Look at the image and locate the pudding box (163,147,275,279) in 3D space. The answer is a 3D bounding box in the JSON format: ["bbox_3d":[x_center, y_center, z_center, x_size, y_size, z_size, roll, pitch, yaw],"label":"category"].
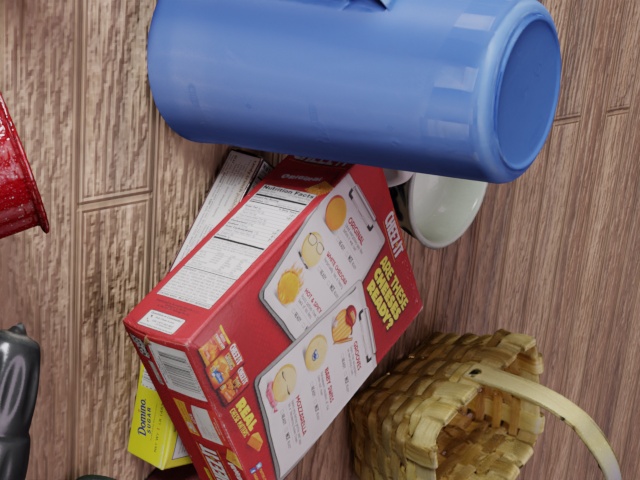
[{"bbox_3d":[-0.055,0.001,0.794,0.090,0.039,0.113,38,72,-50],"label":"pudding box"}]

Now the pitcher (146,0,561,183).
[{"bbox_3d":[0.017,-0.115,0.664,0.149,0.243,0.145,1,101,-57],"label":"pitcher"}]

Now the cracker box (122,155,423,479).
[{"bbox_3d":[-0.025,0.052,0.756,0.213,0.072,0.164,-48,136,-33],"label":"cracker box"}]

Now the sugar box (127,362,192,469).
[{"bbox_3d":[-0.064,0.114,0.825,0.175,0.048,0.093,1,103,-54],"label":"sugar box"}]

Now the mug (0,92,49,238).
[{"bbox_3d":[-0.192,-0.031,0.539,0.081,0.117,0.093,-22,85,-16],"label":"mug"}]
